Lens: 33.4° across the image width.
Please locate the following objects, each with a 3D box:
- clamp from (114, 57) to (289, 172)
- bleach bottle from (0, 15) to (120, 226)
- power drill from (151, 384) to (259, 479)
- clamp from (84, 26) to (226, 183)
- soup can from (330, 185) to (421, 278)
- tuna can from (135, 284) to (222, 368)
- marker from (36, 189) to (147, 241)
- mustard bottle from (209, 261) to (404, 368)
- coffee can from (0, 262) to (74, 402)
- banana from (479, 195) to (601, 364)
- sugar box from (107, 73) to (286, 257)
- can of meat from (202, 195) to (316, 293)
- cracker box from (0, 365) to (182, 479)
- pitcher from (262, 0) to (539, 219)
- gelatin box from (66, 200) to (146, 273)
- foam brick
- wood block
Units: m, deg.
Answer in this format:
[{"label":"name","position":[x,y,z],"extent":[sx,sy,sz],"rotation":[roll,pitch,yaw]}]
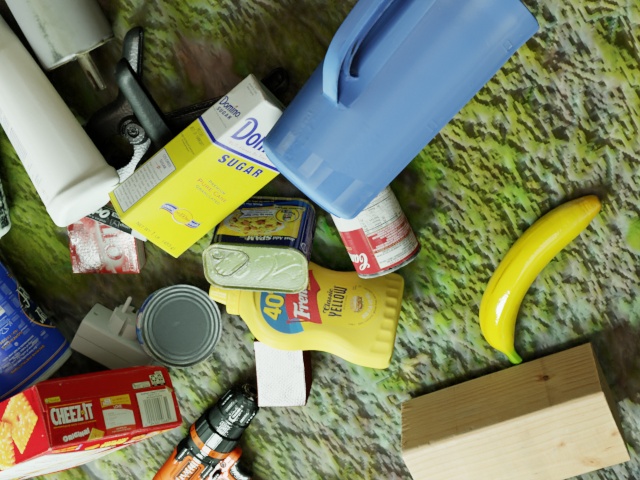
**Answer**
[{"label":"clamp","position":[-0.119,-0.088,1.032],"extent":[0.164,0.036,0.210],"rotation":[-5,134,-18]},{"label":"bleach bottle","position":[-0.286,-0.138,1.013],"extent":[0.068,0.103,0.251],"rotation":[-32,88,-22]},{"label":"power drill","position":[-0.072,0.264,1.171],"extent":[0.187,0.057,0.185],"rotation":[38,115,-4]},{"label":"clamp","position":[-0.185,-0.124,1.049],"extent":[0.172,0.039,0.120],"rotation":[-39,101,16]},{"label":"soup can","position":[0.048,-0.024,1.037],"extent":[0.068,0.068,0.102],"rotation":[-21,106,15]},{"label":"tuna can","position":[-0.147,0.088,1.105],"extent":[0.086,0.034,0.086],"rotation":[1,87,-20]},{"label":"marker","position":[-0.227,-0.030,1.069],"extent":[0.121,0.020,0.020],"rotation":[22,112,0]},{"label":"mustard bottle","position":[-0.017,0.065,1.069],"extent":[0.191,0.096,0.058],"rotation":[9,153,6]},{"label":"coffee can","position":[-0.343,0.093,1.121],"extent":[0.103,0.102,0.140],"rotation":[-33,103,18]},{"label":"banana","position":[0.205,0.034,1.055],"extent":[0.069,0.037,0.198],"rotation":[9,119,-27]},{"label":"sugar box","position":[-0.100,-0.067,0.997],"extent":[0.176,0.048,0.093],"rotation":[-37,144,10]},{"label":"can of meat","position":[-0.057,0.001,1.047],"extent":[0.102,0.084,0.057],"rotation":[3,131,7]},{"label":"cracker box","position":[-0.272,0.192,1.081],"extent":[0.214,0.163,0.072],"rotation":[-26,75,38]},{"label":"pitcher","position":[0.058,-0.142,0.920],"extent":[0.149,0.145,0.243],"rotation":[39,98,-17]},{"label":"gelatin box","position":[-0.223,-0.011,1.102],"extent":[0.073,0.030,0.089],"rotation":[-1,111,8]},{"label":"foam brick","position":[-0.038,0.128,1.116],"extent":[0.053,0.051,0.078],"rotation":[0,111,7]},{"label":"wood block","position":[0.193,0.191,1.079],"extent":[0.206,0.090,0.090],"rotation":[-20,115,16]}]
